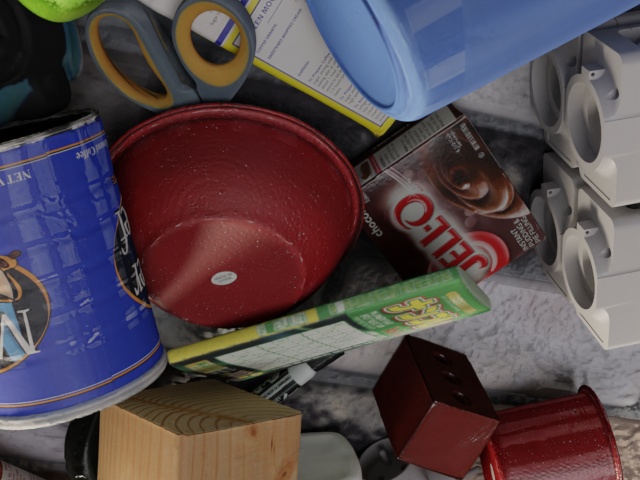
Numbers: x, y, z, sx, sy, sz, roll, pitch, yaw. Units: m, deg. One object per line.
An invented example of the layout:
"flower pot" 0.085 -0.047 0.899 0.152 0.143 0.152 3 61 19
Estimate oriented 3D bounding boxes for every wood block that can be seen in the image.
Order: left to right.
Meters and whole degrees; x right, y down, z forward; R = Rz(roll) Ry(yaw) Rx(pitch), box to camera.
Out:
"wood block" -0.078 0.199 0.647 0.090 0.091 0.206 -3 99 -42

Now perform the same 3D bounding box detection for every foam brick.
"foam brick" 0.076 0.111 0.715 0.053 0.078 0.051 21 113 -22

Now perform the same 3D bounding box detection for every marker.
"marker" -0.032 0.102 0.719 0.121 0.020 0.020 -39 119 9

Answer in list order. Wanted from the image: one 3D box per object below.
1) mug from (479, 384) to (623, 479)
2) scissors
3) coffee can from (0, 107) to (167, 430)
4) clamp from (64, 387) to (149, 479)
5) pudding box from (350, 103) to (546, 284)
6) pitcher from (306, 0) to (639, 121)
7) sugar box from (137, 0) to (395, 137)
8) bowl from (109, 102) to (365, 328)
"mug" 0.159 0.160 0.763 0.081 0.093 0.117 -11 156 -1
"scissors" -0.049 -0.065 0.598 0.096 0.016 0.201 -21 132 24
"coffee can" -0.146 0.012 0.554 0.102 0.103 0.140 -14 105 -5
"clamp" -0.130 0.164 0.686 0.039 0.120 0.171 -3 110 38
"pudding box" 0.075 -0.020 0.667 0.090 0.039 0.113 -35 119 8
"pitcher" 0.108 -0.169 0.522 0.242 0.149 0.145 -31 128 -9
"sugar box" -0.014 -0.138 0.581 0.176 0.048 0.093 28 110 -21
"bowl" -0.054 0.001 0.611 0.162 0.055 0.162 0 135 0
